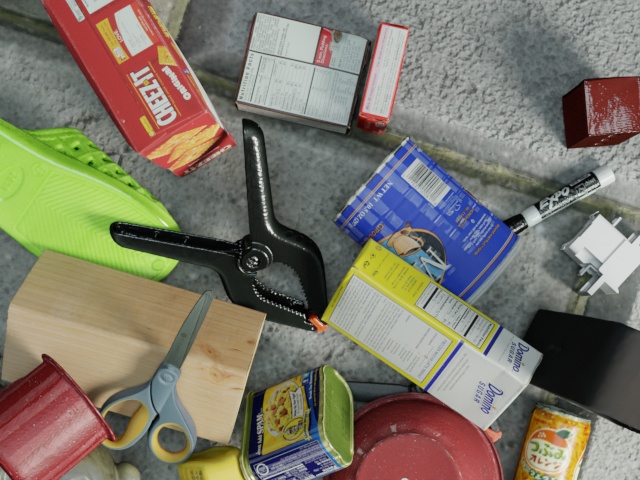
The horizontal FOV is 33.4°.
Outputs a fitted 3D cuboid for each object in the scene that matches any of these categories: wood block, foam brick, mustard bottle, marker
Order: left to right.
[{"bbox_3d":[-0.163,0.092,0.938,0.206,0.090,0.091,16,124,-1],"label":"wood block"},{"bbox_3d":[-0.076,0.281,0.943,0.058,0.096,0.191,-13,88,-20],"label":"mustard bottle"},{"bbox_3d":[0.218,-0.035,0.998,0.121,0.020,0.020,-29,88,-1],"label":"marker"},{"bbox_3d":[0.257,-0.116,0.973,0.053,0.078,0.051,-4,86,-1],"label":"foam brick"}]

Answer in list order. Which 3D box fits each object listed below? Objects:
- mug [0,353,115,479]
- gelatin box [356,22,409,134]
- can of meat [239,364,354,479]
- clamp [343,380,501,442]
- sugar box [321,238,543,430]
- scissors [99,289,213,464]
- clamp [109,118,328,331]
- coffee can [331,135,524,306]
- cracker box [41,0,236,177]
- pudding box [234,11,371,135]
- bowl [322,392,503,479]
[{"bbox_3d":[-0.234,0.148,0.869,0.081,0.117,0.093,-40,131,-21],"label":"mug"},{"bbox_3d":[0.057,-0.146,0.974,0.030,0.073,0.089,12,87,0],"label":"gelatin box"},{"bbox_3d":[-0.019,0.165,0.935,0.084,0.102,0.057,-26,124,20],"label":"can of meat"},{"bbox_3d":[0.084,0.138,0.981,0.171,0.039,0.120,44,94,8],"label":"clamp"},{"bbox_3d":[0.094,0.082,0.921,0.176,0.093,0.048,33,53,5],"label":"sugar box"},{"bbox_3d":[-0.114,0.124,0.885,0.096,0.016,0.202,37,122,-16],"label":"scissors"},{"bbox_3d":[-0.056,0.001,0.941,0.209,0.036,0.165,39,111,-22],"label":"clamp"},{"bbox_3d":[0.095,-0.009,0.954,0.140,0.103,0.103,42,88,1],"label":"coffee can"},{"bbox_3d":[-0.150,-0.144,0.902,0.072,0.213,0.164,-31,88,0],"label":"cracker box"},{"bbox_3d":[-0.017,-0.155,0.992,0.113,0.039,0.090,13,88,2],"label":"pudding box"},{"bbox_3d":[0.078,0.212,0.925,0.162,0.055,0.162,-1,81,8],"label":"bowl"}]
